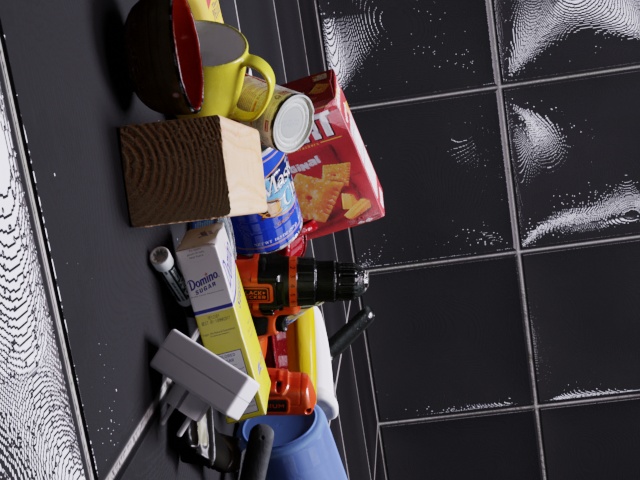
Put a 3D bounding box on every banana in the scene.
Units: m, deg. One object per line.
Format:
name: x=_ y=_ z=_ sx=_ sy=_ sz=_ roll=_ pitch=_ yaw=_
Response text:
banana: x=-0.022 y=0.130 z=1.342 sx=0.069 sy=0.037 sz=0.198 roll=72 pitch=12 yaw=-54

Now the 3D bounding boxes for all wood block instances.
wood block: x=-0.114 y=-0.063 z=1.010 sx=0.206 sy=0.091 sz=0.090 roll=-21 pitch=105 yaw=-84

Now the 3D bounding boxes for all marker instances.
marker: x=-0.136 y=0.042 z=1.011 sx=0.121 sy=0.020 sz=0.020 roll=72 pitch=13 yaw=-60

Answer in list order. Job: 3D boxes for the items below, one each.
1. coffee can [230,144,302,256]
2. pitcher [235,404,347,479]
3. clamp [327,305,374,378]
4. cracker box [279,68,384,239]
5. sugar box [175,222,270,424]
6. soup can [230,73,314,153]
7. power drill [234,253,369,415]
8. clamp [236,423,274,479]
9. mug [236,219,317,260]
coffee can: x=-0.083 y=-0.067 z=1.241 sx=0.103 sy=0.103 sz=0.140 roll=-90 pitch=171 yaw=-49
pitcher: x=-0.026 y=0.318 z=1.261 sx=0.149 sy=0.145 sz=0.243 roll=-112 pitch=-173 yaw=-64
clamp: x=-0.009 y=0.175 z=1.503 sx=0.036 sy=0.165 sz=0.210 roll=57 pitch=32 yaw=-41
cracker box: x=-0.024 y=-0.099 z=1.389 sx=0.072 sy=0.164 sz=0.213 roll=-94 pitch=164 yaw=-47
sugar box: x=-0.091 y=0.077 z=1.034 sx=0.093 sy=0.048 sz=0.176 roll=-92 pitch=169 yaw=-77
soup can: x=-0.065 y=-0.141 z=1.159 sx=0.068 sy=0.102 sz=0.068 roll=-29 pitch=131 yaw=-40
power drill: x=-0.042 y=0.099 z=1.138 sx=0.057 sy=0.184 sz=0.188 roll=-86 pitch=176 yaw=-60
clamp: x=-0.078 y=0.277 z=1.088 sx=0.120 sy=0.039 sz=0.171 roll=98 pitch=4 yaw=-73
mug: x=-0.059 y=0.002 z=1.346 sx=0.081 sy=0.117 sz=0.093 roll=-42 pitch=113 yaw=-76
